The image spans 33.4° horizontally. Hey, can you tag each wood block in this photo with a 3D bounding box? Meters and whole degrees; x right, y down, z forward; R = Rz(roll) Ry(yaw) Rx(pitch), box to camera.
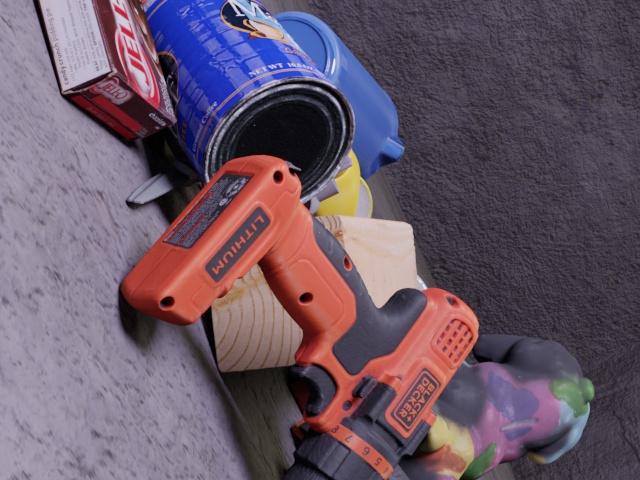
[{"bbox_3d":[0.004,0.033,0.739,0.206,0.091,0.090,2,82,-73],"label":"wood block"}]

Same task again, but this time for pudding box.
[{"bbox_3d":[-0.129,-0.124,0.626,0.090,0.039,0.113,42,27,-72],"label":"pudding box"}]

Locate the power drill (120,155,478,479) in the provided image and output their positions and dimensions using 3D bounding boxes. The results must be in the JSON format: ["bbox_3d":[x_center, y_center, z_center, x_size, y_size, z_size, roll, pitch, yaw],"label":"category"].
[{"bbox_3d":[-0.016,0.062,0.572,0.187,0.184,0.057,47,-20,-28],"label":"power drill"}]

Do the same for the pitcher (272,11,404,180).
[{"bbox_3d":[-0.013,-0.152,1.131,0.242,0.149,0.145,36,37,-71],"label":"pitcher"}]

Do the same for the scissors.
[{"bbox_3d":[-0.073,-0.038,0.710,0.096,0.016,0.202,30,18,-14],"label":"scissors"}]

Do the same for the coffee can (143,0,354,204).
[{"bbox_3d":[-0.055,-0.097,0.695,0.140,0.103,0.102,54,-3,41],"label":"coffee can"}]
